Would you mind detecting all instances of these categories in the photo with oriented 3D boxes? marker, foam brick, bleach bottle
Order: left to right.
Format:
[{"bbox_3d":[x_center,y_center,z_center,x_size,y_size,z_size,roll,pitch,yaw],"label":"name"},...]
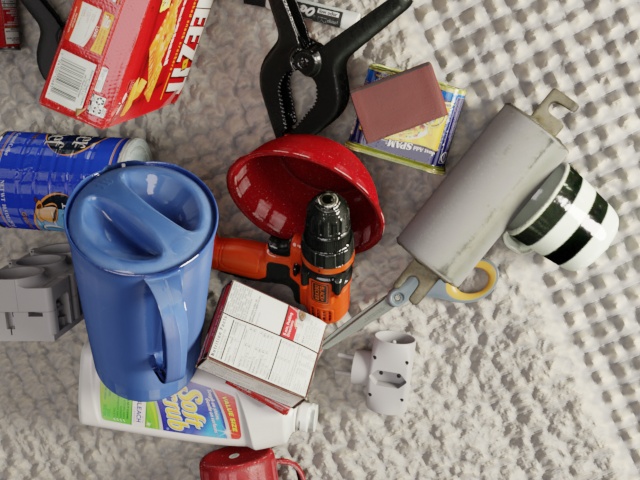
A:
[{"bbox_3d":[-0.127,0.164,1.134,0.251,0.068,0.102,7,103,7],"label":"bleach bottle"},{"bbox_3d":[-0.021,-0.229,1.047,0.121,0.020,0.020,16,105,8],"label":"marker"},{"bbox_3d":[0.073,-0.126,0.977,0.078,0.053,0.051,-19,94,13],"label":"foam brick"}]

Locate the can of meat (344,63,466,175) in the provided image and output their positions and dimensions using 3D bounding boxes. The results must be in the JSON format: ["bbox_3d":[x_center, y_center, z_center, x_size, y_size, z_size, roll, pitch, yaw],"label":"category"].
[{"bbox_3d":[0.083,-0.118,1.032,0.102,0.057,0.084,17,103,7],"label":"can of meat"}]

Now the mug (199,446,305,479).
[{"bbox_3d":[-0.073,0.265,1.135,0.117,0.093,0.081,-8,96,-9],"label":"mug"}]

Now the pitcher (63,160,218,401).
[{"bbox_3d":[-0.164,0.057,1.007,0.145,0.149,0.243,20,141,10],"label":"pitcher"}]

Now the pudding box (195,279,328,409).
[{"bbox_3d":[-0.057,0.103,1.054,0.113,0.090,0.039,24,150,-12],"label":"pudding box"}]

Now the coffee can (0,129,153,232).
[{"bbox_3d":[-0.252,-0.058,1.088,0.140,0.102,0.103,5,103,11],"label":"coffee can"}]

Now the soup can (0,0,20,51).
[{"bbox_3d":[-0.345,-0.242,1.085,0.068,0.068,0.102,-1,101,11],"label":"soup can"}]

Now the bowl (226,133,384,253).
[{"bbox_3d":[-0.008,-0.053,1.040,0.162,0.055,0.162,16,149,10],"label":"bowl"}]

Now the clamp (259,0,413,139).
[{"bbox_3d":[0.000,-0.176,1.016,0.165,0.036,0.210,19,121,20],"label":"clamp"}]

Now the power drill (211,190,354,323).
[{"bbox_3d":[-0.057,0.001,1.045,0.188,0.057,0.184,16,143,13],"label":"power drill"}]

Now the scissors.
[{"bbox_3d":[0.097,0.064,1.078,0.096,0.016,0.202,40,100,-4],"label":"scissors"}]

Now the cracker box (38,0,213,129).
[{"bbox_3d":[-0.164,-0.199,0.982,0.072,0.213,0.164,24,106,3],"label":"cracker box"}]

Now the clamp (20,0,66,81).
[{"bbox_3d":[-0.261,-0.213,1.079,0.120,0.039,0.171,4,107,1],"label":"clamp"}]
